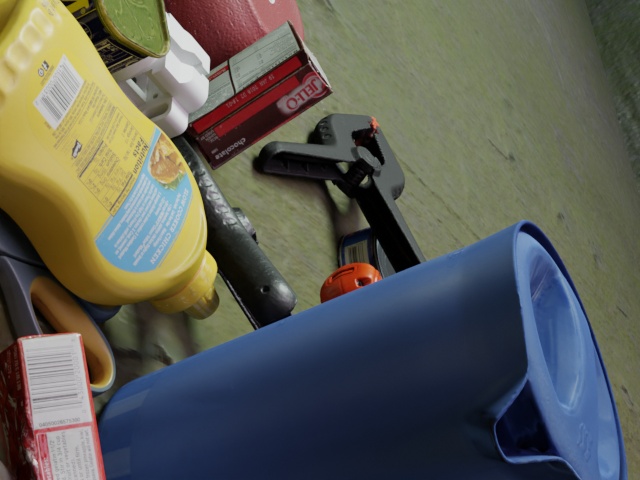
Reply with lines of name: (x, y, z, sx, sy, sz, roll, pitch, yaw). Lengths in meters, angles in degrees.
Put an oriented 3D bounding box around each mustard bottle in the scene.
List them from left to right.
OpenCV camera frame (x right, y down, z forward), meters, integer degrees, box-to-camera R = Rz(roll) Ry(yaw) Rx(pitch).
mustard bottle: (-0.108, -0.025, 0.528, 0.191, 0.058, 0.096, 52, 42, -36)

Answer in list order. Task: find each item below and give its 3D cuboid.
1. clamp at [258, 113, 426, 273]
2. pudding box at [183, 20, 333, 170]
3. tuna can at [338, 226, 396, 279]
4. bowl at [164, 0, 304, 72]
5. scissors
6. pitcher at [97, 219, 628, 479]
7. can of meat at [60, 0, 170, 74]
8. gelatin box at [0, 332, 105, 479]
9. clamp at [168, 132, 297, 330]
clamp: (0.036, -0.048, 0.892, 0.164, 0.036, 0.209, 43, 24, -6)
pudding box: (-0.043, -0.098, 0.697, 0.039, 0.090, 0.113, 56, 7, -22)
tuna can: (0.050, 0.030, 0.906, 0.086, 0.034, 0.086, 46, 33, -43)
bowl: (-0.058, -0.170, 0.801, 0.162, 0.055, 0.162, 47, 32, -42)
scissors: (-0.154, -0.013, 0.520, 0.201, 0.016, 0.096, 61, 23, -20)
pitcher: (0.018, 0.088, 0.527, 0.149, 0.243, 0.145, 44, 35, -46)
can of meat: (-0.134, -0.131, 0.567, 0.057, 0.084, 0.102, 21, 53, -60)
gelatin box: (-0.118, 0.090, 0.441, 0.030, 0.073, 0.089, -2, 73, -35)
clamp: (-0.054, 0.001, 0.618, 0.171, 0.039, 0.120, 54, -14, 16)
